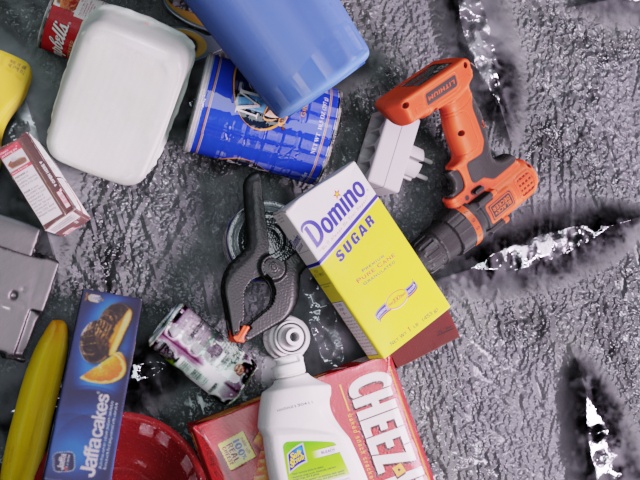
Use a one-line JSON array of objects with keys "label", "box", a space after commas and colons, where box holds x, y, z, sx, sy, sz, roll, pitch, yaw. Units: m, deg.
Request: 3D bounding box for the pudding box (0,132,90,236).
[{"label": "pudding box", "box": [-0.266, -0.052, 1.032, 0.039, 0.113, 0.090, -33, 90, -8]}]

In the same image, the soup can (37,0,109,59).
[{"label": "soup can", "box": [-0.225, -0.208, 1.079, 0.102, 0.068, 0.068, 21, 80, -8]}]

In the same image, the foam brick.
[{"label": "foam brick", "box": [0.096, 0.094, 1.115, 0.078, 0.051, 0.053, -24, 90, -12]}]

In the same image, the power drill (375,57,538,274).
[{"label": "power drill", "box": [0.129, -0.079, 1.105, 0.184, 0.057, 0.187, -38, 115, -24]}]

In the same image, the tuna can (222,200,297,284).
[{"label": "tuna can", "box": [-0.057, 0.001, 1.105, 0.086, 0.034, 0.086, 1, 84, -11]}]

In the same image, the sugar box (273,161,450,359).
[{"label": "sugar box", "box": [0.041, 0.020, 1.054, 0.093, 0.048, 0.176, -36, 97, -19]}]

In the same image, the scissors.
[{"label": "scissors", "box": [-0.088, -0.197, 1.129, 0.201, 0.016, 0.096, 32, 76, -5]}]

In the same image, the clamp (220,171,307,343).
[{"label": "clamp", "box": [-0.040, 0.027, 1.069, 0.120, 0.039, 0.171, 17, 81, -6]}]

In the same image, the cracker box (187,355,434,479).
[{"label": "cracker box", "box": [-0.006, 0.224, 1.072, 0.213, 0.072, 0.164, -19, 88, -13]}]

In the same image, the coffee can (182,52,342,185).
[{"label": "coffee can", "box": [-0.059, -0.122, 1.083, 0.140, 0.103, 0.103, 14, 81, -9]}]

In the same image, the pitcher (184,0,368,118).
[{"label": "pitcher", "box": [-0.057, -0.244, 0.987, 0.149, 0.145, 0.243, -35, 97, 4]}]

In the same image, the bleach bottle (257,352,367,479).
[{"label": "bleach bottle", "box": [0.005, 0.229, 1.005, 0.102, 0.068, 0.251, -12, 85, -14]}]

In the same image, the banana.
[{"label": "banana", "box": [-0.274, 0.175, 1.025, 0.037, 0.070, 0.197, 21, 58, -26]}]

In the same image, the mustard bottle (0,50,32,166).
[{"label": "mustard bottle", "box": [-0.358, -0.098, 1.047, 0.096, 0.058, 0.191, 18, 81, -9]}]

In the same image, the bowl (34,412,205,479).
[{"label": "bowl", "box": [-0.191, 0.248, 1.015, 0.162, 0.055, 0.162, 8, 54, -11]}]
